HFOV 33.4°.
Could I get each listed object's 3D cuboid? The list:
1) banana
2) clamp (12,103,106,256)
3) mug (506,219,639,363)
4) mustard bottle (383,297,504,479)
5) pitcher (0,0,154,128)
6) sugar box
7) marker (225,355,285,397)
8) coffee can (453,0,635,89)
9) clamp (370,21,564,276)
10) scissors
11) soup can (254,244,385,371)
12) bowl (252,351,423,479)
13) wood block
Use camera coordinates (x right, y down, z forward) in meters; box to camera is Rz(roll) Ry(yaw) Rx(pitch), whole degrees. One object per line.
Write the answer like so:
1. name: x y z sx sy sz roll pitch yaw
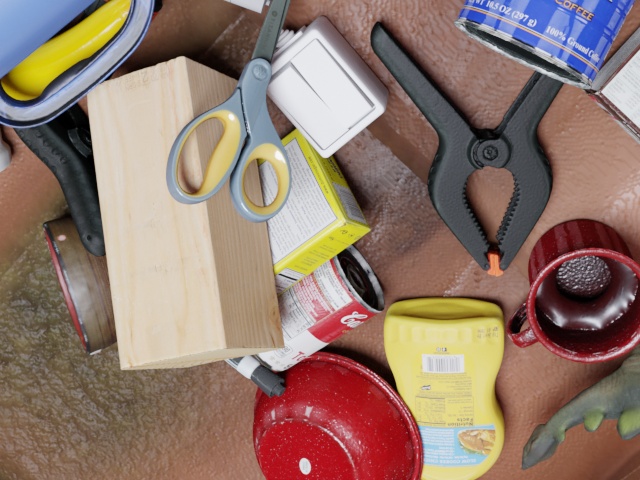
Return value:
1. banana: -0.212 -0.134 0.768 0.198 0.037 0.069 -6 121 8
2. clamp: -0.190 -0.061 0.815 0.039 0.120 0.171 -39 99 12
3. mug: 0.194 0.041 0.822 0.117 0.081 0.093 -40 102 19
4. mustard bottle: 0.105 0.144 0.887 0.096 0.058 0.192 -1 111 9
5. pitcher: -0.174 -0.195 0.685 0.243 0.149 0.145 -34 68 7
6. sugar box: -0.055 0.001 0.837 0.176 0.048 0.093 -36 63 21
7. marker: -0.077 0.090 0.885 0.121 0.020 0.020 35 114 20
8. coffee can: 0.165 -0.186 0.706 0.103 0.103 0.140 26 98 -3
9. clamp: 0.136 -0.077 0.806 0.164 0.036 0.210 -10 108 10
10. scissors: -0.033 -0.098 0.744 0.096 0.016 0.201 39 68 -17
11. soup can: -0.009 0.053 0.861 0.102 0.068 0.068 -33 104 19
12. bowl: 0.001 0.176 0.888 0.162 0.055 0.162 12 116 25
13. wood block: -0.099 -0.016 0.778 0.090 0.090 0.206 -13 79 24
